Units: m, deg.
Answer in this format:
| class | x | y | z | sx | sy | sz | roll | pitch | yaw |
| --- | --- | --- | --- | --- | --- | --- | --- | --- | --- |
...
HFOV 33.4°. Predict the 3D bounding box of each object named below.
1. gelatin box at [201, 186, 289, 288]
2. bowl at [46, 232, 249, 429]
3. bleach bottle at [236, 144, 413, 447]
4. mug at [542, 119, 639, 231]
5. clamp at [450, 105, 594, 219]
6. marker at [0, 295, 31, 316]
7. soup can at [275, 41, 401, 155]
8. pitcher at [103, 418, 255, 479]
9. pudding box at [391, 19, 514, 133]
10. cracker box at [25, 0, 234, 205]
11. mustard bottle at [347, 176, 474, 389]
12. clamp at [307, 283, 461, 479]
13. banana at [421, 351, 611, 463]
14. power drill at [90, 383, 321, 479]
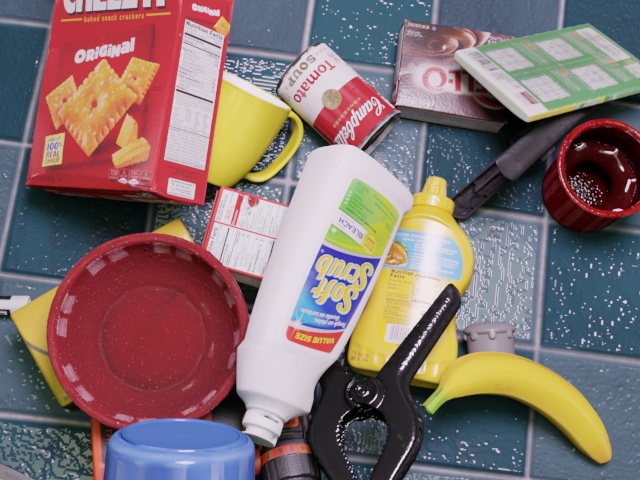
| class | x | y | z | sx | sy | sz | roll | pitch | yaw |
| --- | --- | --- | --- | --- | --- | --- | --- | --- | --- |
| gelatin box | -0.056 | 0.001 | 0.925 | 0.089 | 0.030 | 0.073 | 16 | 68 | -6 |
| bowl | -0.140 | 0.077 | 0.877 | 0.162 | 0.055 | 0.162 | 1 | 78 | -5 |
| bleach bottle | -0.004 | 0.050 | 0.874 | 0.102 | 0.068 | 0.250 | 38 | 61 | -36 |
| mug | 0.266 | -0.061 | 0.995 | 0.117 | 0.081 | 0.093 | -25 | 79 | -9 |
| clamp | 0.190 | -0.083 | 0.999 | 0.171 | 0.120 | 0.039 | -37 | 92 | -33 |
| marker | -0.323 | 0.058 | 0.958 | 0.121 | 0.020 | 0.020 | 2 | 76 | -3 |
| soup can | 0.016 | -0.129 | 1.003 | 0.102 | 0.068 | 0.068 | 44 | 77 | 8 |
| pitcher | -0.118 | 0.260 | 0.790 | 0.149 | 0.145 | 0.243 | 2 | 95 | -16 |
| pudding box | 0.128 | -0.158 | 1.032 | 0.113 | 0.039 | 0.090 | 8 | 75 | -2 |
| cracker box | -0.168 | -0.143 | 0.934 | 0.164 | 0.072 | 0.214 | 6 | 87 | 36 |
| mustard bottle | 0.089 | 0.033 | 0.971 | 0.096 | 0.058 | 0.191 | 10 | 75 | 11 |
| clamp | 0.028 | 0.127 | 0.886 | 0.165 | 0.036 | 0.210 | 1 | 60 | 14 |
| banana | 0.180 | 0.140 | 0.938 | 0.197 | 0.037 | 0.069 | 19 | 92 | -19 |
| power drill | -0.095 | 0.183 | 0.894 | 0.187 | 0.057 | 0.184 | -5 | 52 | -11 |
